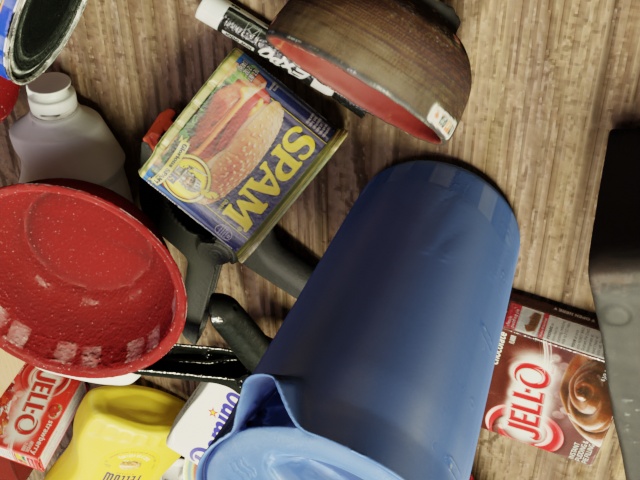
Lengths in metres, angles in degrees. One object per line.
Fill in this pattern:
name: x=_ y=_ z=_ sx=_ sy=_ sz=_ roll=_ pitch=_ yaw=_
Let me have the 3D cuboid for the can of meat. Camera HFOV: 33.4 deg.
can of meat: x=-0.047 y=-0.053 z=0.642 sx=0.084 sy=0.057 sz=0.102 roll=39 pitch=95 yaw=-7

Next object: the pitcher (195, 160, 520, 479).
pitcher: x=0.041 y=0.073 z=0.604 sx=0.145 sy=0.242 sz=0.149 roll=26 pitch=136 yaw=2

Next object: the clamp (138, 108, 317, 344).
clamp: x=-0.055 y=0.001 z=0.732 sx=0.165 sy=0.036 sz=0.210 roll=0 pitch=133 yaw=23

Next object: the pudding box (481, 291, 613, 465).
pudding box: x=0.154 y=0.094 z=0.715 sx=0.090 sy=0.039 sz=0.113 roll=17 pitch=135 yaw=12

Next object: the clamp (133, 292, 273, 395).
clamp: x=-0.057 y=0.091 z=0.772 sx=0.120 sy=0.039 sz=0.171 roll=-16 pitch=143 yaw=37

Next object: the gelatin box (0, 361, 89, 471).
gelatin box: x=-0.253 y=0.145 z=0.921 sx=0.073 sy=0.089 sz=0.030 roll=17 pitch=145 yaw=10

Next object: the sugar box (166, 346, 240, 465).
sugar box: x=-0.027 y=0.170 z=0.854 sx=0.176 sy=0.048 sz=0.093 roll=31 pitch=119 yaw=-7

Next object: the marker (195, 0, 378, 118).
marker: x=-0.017 y=-0.108 z=0.628 sx=0.121 sy=0.020 sz=0.020 roll=31 pitch=136 yaw=-3

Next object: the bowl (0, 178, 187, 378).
bowl: x=-0.161 y=0.015 z=0.704 sx=0.162 sy=0.055 sz=0.162 roll=5 pitch=128 yaw=6

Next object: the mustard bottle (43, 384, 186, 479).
mustard bottle: x=-0.188 y=0.210 z=0.925 sx=0.096 sy=0.058 sz=0.192 roll=13 pitch=124 yaw=-30

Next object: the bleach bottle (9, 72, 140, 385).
bleach bottle: x=-0.180 y=-0.007 z=0.770 sx=0.103 sy=0.068 sz=0.251 roll=10 pitch=131 yaw=14
